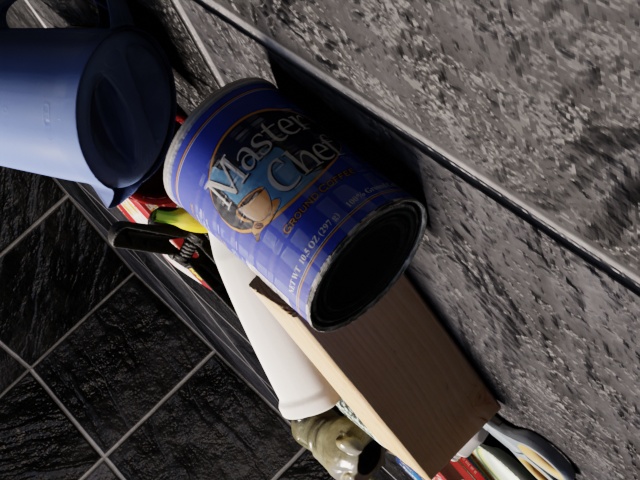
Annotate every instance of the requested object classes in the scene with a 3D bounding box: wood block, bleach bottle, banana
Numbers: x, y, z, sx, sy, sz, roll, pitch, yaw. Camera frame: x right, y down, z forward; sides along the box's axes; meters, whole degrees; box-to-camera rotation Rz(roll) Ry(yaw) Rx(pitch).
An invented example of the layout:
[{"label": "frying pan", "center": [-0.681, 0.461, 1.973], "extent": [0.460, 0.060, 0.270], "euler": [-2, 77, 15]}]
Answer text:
[{"label": "wood block", "center": [0.047, 0.087, 0.871], "extent": [0.206, 0.090, 0.090], "euler": [52, 168, -30]}, {"label": "bleach bottle", "center": [-0.051, 0.033, 0.978], "extent": [0.068, 0.102, 0.251], "euler": [-20, 106, 31]}, {"label": "banana", "center": [-0.125, -0.039, 1.120], "extent": [0.069, 0.037, 0.198], "euler": [24, -170, -3]}]

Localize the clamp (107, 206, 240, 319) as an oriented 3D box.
[{"label": "clamp", "center": [-0.127, 0.013, 1.086], "extent": [0.164, 0.036, 0.210], "euler": [34, -170, -7]}]

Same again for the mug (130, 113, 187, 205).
[{"label": "mug", "center": [-0.160, -0.086, 1.063], "extent": [0.117, 0.093, 0.082], "euler": [21, -173, -28]}]

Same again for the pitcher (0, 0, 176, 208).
[{"label": "pitcher", "center": [-0.254, -0.131, 0.907], "extent": [0.243, 0.149, 0.145], "euler": [9, 153, 26]}]

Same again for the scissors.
[{"label": "scissors", "center": [0.153, 0.157, 0.923], "extent": [0.202, 0.016, 0.096], "euler": [42, 166, 23]}]

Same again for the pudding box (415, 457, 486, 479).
[{"label": "pudding box", "center": [0.118, 0.228, 1.129], "extent": [0.090, 0.039, 0.114], "euler": [50, 169, -16]}]

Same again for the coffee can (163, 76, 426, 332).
[{"label": "coffee can", "center": [-0.017, -0.024, 0.682], "extent": [0.140, 0.102, 0.103], "euler": [41, 168, 26]}]

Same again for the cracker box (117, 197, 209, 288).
[{"label": "cracker box", "center": [-0.193, -0.026, 1.409], "extent": [0.164, 0.072, 0.214], "euler": [50, 167, -21]}]
